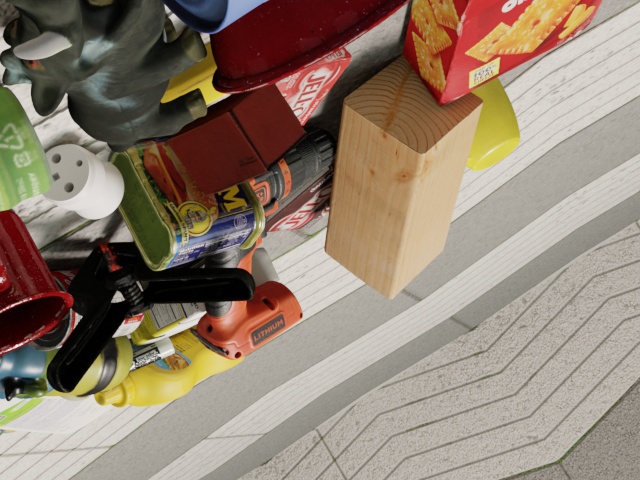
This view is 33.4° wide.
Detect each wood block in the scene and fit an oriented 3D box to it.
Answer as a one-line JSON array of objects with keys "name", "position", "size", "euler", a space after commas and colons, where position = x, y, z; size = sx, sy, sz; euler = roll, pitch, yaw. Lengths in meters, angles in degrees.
[{"name": "wood block", "position": [0.071, -0.054, 0.983], "size": [0.090, 0.090, 0.206], "euler": [-40, 155, -30]}]

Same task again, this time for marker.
[{"name": "marker", "position": [-0.207, 0.131, 1.090], "size": [0.121, 0.020, 0.020], "euler": [-24, 163, -18]}]

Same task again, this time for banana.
[{"name": "banana", "position": [-0.061, -0.118, 0.716], "size": [0.198, 0.037, 0.069], "euler": [-23, -174, 29]}]

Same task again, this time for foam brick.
[{"name": "foam brick", "position": [-0.060, -0.074, 0.770], "size": [0.078, 0.053, 0.051], "euler": [-16, -156, 47]}]

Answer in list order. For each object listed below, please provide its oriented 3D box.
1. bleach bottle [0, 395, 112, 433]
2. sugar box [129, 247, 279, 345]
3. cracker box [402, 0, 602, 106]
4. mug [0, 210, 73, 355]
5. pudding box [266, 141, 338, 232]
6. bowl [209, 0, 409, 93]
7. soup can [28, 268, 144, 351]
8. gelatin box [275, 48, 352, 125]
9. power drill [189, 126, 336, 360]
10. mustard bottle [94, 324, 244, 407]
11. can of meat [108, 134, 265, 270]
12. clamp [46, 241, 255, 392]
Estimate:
[{"name": "bleach bottle", "position": [-0.301, 0.150, 1.084], "size": [0.102, 0.068, 0.250], "euler": [-36, 162, 7]}, {"name": "sugar box", "position": [-0.126, 0.059, 1.097], "size": [0.093, 0.048, 0.177], "euler": [-21, 174, -37]}, {"name": "cracker box", "position": [0.158, -0.210, 0.825], "size": [0.164, 0.072, 0.214], "euler": [-29, 164, -12]}, {"name": "mug", "position": [-0.240, 0.026, 0.774], "size": [0.093, 0.081, 0.117], "euler": [-26, 164, -19]}, {"name": "pudding box", "position": [-0.009, -0.052, 1.056], "size": [0.114, 0.039, 0.089], "euler": [-41, 162, 30]}, {"name": "bowl", "position": [-0.006, -0.150, 0.594], "size": [0.162, 0.055, 0.162], "euler": [-28, -156, 13]}, {"name": "soup can", "position": [-0.213, 0.058, 0.954], "size": [0.069, 0.068, 0.102], "euler": [-40, 163, 26]}, {"name": "gelatin box", "position": [-0.026, -0.119, 0.832], "size": [0.073, 0.030, 0.089], "euler": [-19, 160, -40]}, {"name": "power drill", "position": [-0.056, 0.001, 0.962], "size": [0.184, 0.057, 0.188], "euler": [-29, 132, -34]}, {"name": "mustard bottle", "position": [-0.173, 0.134, 1.171], "size": [0.191, 0.096, 0.058], "euler": [-27, 134, -51]}, {"name": "can of meat", "position": [-0.105, -0.033, 0.816], "size": [0.083, 0.102, 0.058], "euler": [-18, 160, -36]}, {"name": "clamp", "position": [-0.143, 0.038, 0.855], "size": [0.164, 0.036, 0.210], "euler": [-23, -157, -6]}]
